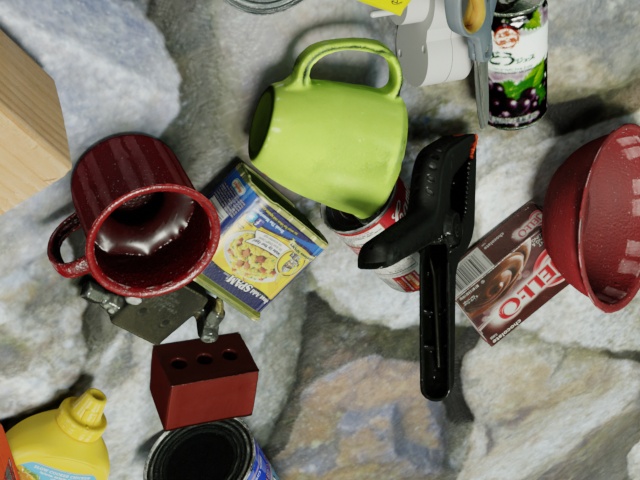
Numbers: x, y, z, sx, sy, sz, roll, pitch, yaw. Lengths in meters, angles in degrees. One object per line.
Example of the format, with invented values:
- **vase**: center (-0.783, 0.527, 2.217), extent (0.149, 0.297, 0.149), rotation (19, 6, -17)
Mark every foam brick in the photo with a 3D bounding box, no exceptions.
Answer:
- **foam brick**: center (-0.098, 0.116, 0.885), extent (0.078, 0.053, 0.051), rotation (-8, 128, -23)

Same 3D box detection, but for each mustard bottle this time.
- **mustard bottle**: center (-0.229, 0.196, 0.876), extent (0.096, 0.058, 0.192), rotation (23, 113, -32)

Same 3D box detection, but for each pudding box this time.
- **pudding box**: center (0.173, 0.031, 0.964), extent (0.113, 0.039, 0.090), rotation (-38, 133, 4)

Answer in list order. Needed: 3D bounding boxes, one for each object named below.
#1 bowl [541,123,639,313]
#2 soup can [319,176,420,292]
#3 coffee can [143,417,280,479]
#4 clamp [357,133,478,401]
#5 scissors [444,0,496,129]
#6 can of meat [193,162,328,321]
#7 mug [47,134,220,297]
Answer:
- **bowl**: center (0.236, -0.021, 0.916), extent (0.161, 0.055, 0.162), rotation (-13, 107, -49)
- **soup can**: center (0.054, -0.010, 0.852), extent (0.068, 0.068, 0.102), rotation (-40, 133, 7)
- **coffee can**: center (-0.082, 0.233, 0.949), extent (0.102, 0.103, 0.140), rotation (-28, 133, -5)
- **clamp**: center (0.088, 0.004, 0.802), extent (0.036, 0.209, 0.164), rotation (-1, 131, 26)
- **scissors**: center (0.116, -0.153, 0.733), extent (0.096, 0.016, 0.201), rotation (-66, 160, -7)
- **can of meat**: center (-0.055, 0.001, 0.813), extent (0.084, 0.057, 0.102), rotation (-44, 133, 7)
- **mug**: center (-0.136, -0.015, 0.742), extent (0.117, 0.081, 0.093), rotation (-31, 133, -2)
